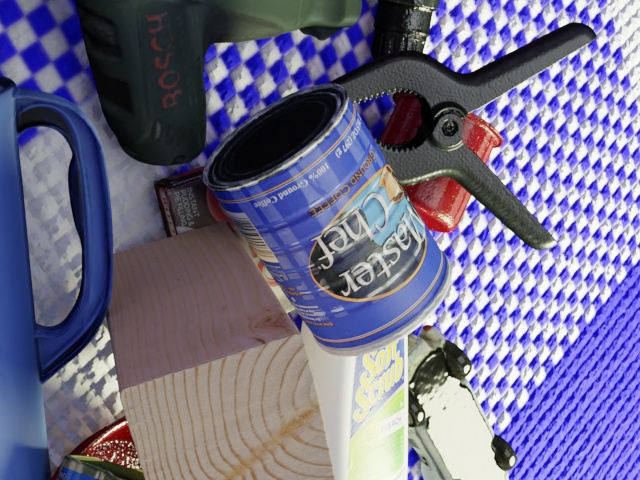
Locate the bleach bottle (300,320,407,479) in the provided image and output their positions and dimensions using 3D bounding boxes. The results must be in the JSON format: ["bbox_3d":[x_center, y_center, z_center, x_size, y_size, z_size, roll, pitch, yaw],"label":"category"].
[{"bbox_3d":[0.021,0.079,0.792,0.102,0.068,0.251,-16,112,-45],"label":"bleach bottle"}]

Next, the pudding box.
[{"bbox_3d":[-0.055,0.001,0.724,0.090,0.039,0.113,-20,112,-20],"label":"pudding box"}]

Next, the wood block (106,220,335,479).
[{"bbox_3d":[-0.066,0.067,0.601,0.090,0.206,0.090,-16,110,-10],"label":"wood block"}]

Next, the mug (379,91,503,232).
[{"bbox_3d":[0.083,-0.056,0.830,0.081,0.093,0.117,-65,168,-6],"label":"mug"}]

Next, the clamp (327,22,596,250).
[{"bbox_3d":[0.090,-0.072,0.754,0.209,0.036,0.164,-1,102,-10],"label":"clamp"}]

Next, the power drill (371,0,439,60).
[{"bbox_3d":[0.064,-0.202,0.733,0.187,0.057,0.184,-69,168,-79],"label":"power drill"}]

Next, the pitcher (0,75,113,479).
[{"bbox_3d":[-0.198,0.037,0.551,0.144,0.149,0.243,-34,125,-56],"label":"pitcher"}]

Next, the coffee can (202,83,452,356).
[{"bbox_3d":[0.006,-0.012,0.671,0.102,0.103,0.140,-47,119,-26],"label":"coffee can"}]
